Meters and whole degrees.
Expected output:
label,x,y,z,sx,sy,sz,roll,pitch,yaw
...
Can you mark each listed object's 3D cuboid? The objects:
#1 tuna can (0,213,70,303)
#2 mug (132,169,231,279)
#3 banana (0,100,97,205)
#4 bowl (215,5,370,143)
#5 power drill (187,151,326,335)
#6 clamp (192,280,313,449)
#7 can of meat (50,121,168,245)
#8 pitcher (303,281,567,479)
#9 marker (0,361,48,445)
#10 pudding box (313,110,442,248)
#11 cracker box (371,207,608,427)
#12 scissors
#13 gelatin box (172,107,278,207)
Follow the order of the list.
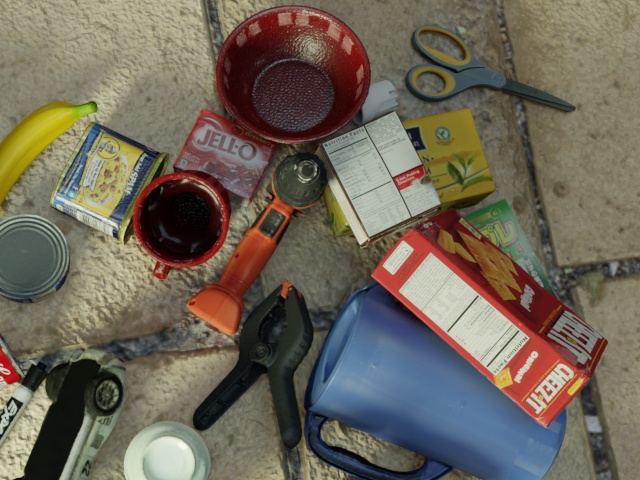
label,x,y,z,sx,sy,sz,roll,pitch,yaw
tuna can,-0.292,0.019,1.059,0.086,0.034,0.086,2,77,-9
mug,-0.137,-0.015,1.063,0.093,0.081,0.117,21,101,-2
banana,-0.306,-0.074,1.063,0.197,0.070,0.037,-53,124,-16
bowl,-0.029,-0.165,1.129,0.162,0.055,0.162,0,71,-1
power drill,-0.057,0.001,1.037,0.057,0.184,0.187,34,83,-1
clamp,-0.045,0.124,1.053,0.120,0.039,0.171,17,73,28
can of meat,-0.214,-0.059,1.079,0.084,0.057,0.102,25,74,-1
pitcher,0.109,0.163,1.054,0.242,0.149,0.145,26,42,-6
marker,-0.301,0.171,1.030,0.020,0.020,0.121,31,74,-2
pudding box,0.058,-0.062,1.066,0.090,0.039,0.113,-25,81,-13
cracker box,0.170,0.065,1.036,0.214,0.164,0.072,41,109,11
scissors,0.181,-0.167,1.195,0.201,0.016,0.096,34,76,-1
gelatin box,-0.100,-0.087,1.119,0.089,0.030,0.073,25,74,-4
